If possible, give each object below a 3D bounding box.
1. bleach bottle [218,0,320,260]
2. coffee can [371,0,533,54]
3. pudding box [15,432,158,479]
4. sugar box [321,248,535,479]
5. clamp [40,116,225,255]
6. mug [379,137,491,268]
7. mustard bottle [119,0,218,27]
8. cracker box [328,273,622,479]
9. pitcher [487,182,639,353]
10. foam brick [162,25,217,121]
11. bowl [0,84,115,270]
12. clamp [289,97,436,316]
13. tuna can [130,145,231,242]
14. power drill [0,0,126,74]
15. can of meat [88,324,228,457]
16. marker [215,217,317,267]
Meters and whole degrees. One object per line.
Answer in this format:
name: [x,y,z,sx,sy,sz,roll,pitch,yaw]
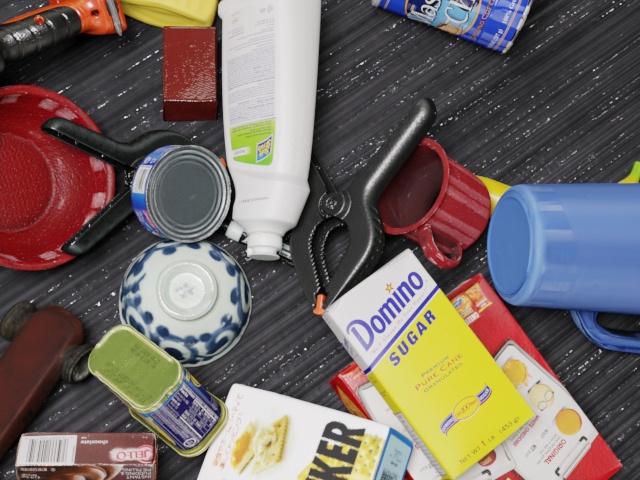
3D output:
bleach bottle: [-0.052,-0.106,0.983,0.067,0.103,0.251,14,73,-45]
coffee can: [0.132,-0.254,1.040,0.140,0.103,0.103,20,75,-3]
pudding box: [-0.194,0.202,0.894,0.113,0.090,0.039,3,41,-6]
sugar box: [0.090,0.104,0.904,0.093,0.048,0.176,-36,85,-12]
clamp: [-0.169,-0.067,0.959,0.171,0.039,0.120,-22,106,-33]
mug: [0.105,-0.027,0.975,0.081,0.093,0.117,26,43,-42]
mustard bottle: [-0.130,-0.302,1.039,0.096,0.058,0.191,13,75,0]
cracker box: [0.136,0.164,0.959,0.164,0.072,0.214,-35,84,-13]
pitcher: [0.279,0.017,0.971,0.242,0.145,0.149,2,70,-15]
foam brick: [-0.123,-0.157,1.008,0.051,0.053,0.078,0,77,-8]
bowl: [-0.266,-0.053,0.943,0.161,0.055,0.162,3,86,-38]
clamp: [0.028,-0.034,0.961,0.165,0.036,0.210,-8,69,31]
tuna can: [-0.124,-0.042,0.947,0.085,0.034,0.086,-5,98,-36]
power drill: [-0.283,-0.182,0.958,0.187,0.185,0.057,-33,122,-27]
can of meat: [-0.139,0.125,0.901,0.102,0.084,0.057,28,71,38]
marker: [-0.057,0.001,0.997,0.121,0.020,0.020,24,75,-2]
